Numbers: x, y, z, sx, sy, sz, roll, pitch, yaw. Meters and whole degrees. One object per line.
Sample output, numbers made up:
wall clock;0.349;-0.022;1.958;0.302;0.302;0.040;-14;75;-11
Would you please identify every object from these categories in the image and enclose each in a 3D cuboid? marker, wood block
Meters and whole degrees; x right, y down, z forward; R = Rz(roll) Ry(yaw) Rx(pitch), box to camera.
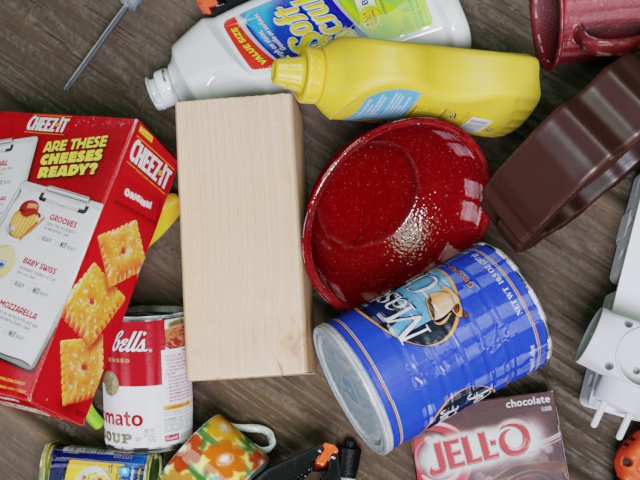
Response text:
marker;0.015;0.213;0.816;0.020;0.020;0.121;8;83;5
wood block;-0.055;0.001;0.815;0.091;0.090;0.206;-4;83;4

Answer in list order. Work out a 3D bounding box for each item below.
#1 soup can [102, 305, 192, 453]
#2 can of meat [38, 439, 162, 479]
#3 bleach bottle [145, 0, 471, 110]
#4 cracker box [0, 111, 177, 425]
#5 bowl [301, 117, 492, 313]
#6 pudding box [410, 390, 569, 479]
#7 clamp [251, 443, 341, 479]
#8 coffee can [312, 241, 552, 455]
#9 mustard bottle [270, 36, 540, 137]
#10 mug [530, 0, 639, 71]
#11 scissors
soup can;-0.132;0.103;0.810;0.068;0.068;0.102;-1;94;4
can of meat;-0.169;0.207;0.813;0.084;0.057;0.102;4;83;3
bleach bottle;-0.015;-0.153;0.847;0.251;0.068;0.102;-20;78;4
cracker box;-0.216;0.014;0.790;0.164;0.072;0.213;7;68;29
bowl;0.049;-0.024;0.803;0.161;0.055;0.162;-12;120;-22
pudding box;0.126;0.165;0.804;0.113;0.039;0.090;-9;82;3
clamp;-0.043;0.217;0.754;0.120;0.039;0.171;24;63;-4
coffee can;0.080;0.077;0.772;0.140;0.103;0.103;-26;81;-14
mustard bottle;0.057;-0.115;0.789;0.191;0.096;0.058;3;80;-17
mug;0.213;-0.173;0.810;0.081;0.117;0.093;-5;126;-1
scissors;-0.143;-0.204;0.853;0.016;0.096;0.201;37;83;-12
